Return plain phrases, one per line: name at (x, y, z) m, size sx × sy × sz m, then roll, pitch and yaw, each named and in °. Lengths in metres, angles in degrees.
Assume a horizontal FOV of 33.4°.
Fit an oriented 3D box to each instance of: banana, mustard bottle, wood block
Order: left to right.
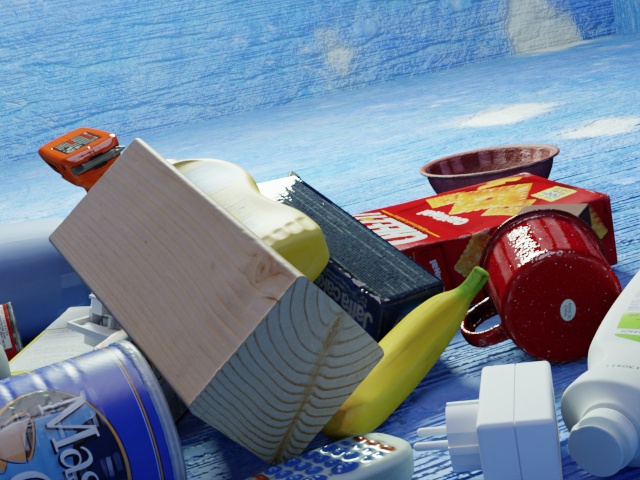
wood block at (-0.069, 0.030, 0.636) m, size 0.091 × 0.090 × 0.206 m, roll -49°, pitch 42°, yaw -3°
mustard bottle at (-0.084, -0.014, 0.810) m, size 0.096 × 0.058 × 0.192 m, roll -36°, pitch 44°, yaw -16°
banana at (0.045, 0.079, 0.684) m, size 0.037 × 0.070 × 0.197 m, roll 31°, pitch 40°, yaw 17°

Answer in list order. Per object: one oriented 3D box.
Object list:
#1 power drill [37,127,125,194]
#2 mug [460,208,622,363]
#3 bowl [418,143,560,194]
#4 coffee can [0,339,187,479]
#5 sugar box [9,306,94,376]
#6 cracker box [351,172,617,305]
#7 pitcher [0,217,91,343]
power drill at (-0.192, -0.011, 0.990) m, size 0.057 × 0.187 × 0.185 m, roll -32°, pitch 23°, yaw -22°
mug at (0.150, 0.039, 0.739) m, size 0.117 × 0.093 × 0.081 m, roll -28°, pitch 15°, yaw 10°
bowl at (0.197, -0.068, 1.231) m, size 0.162 × 0.055 × 0.162 m, roll -10°, pitch 13°, yaw 2°
coffee can at (-0.154, 0.121, 0.559) m, size 0.140 × 0.103 × 0.103 m, roll -17°, pitch 14°, yaw -26°
sugar box at (-0.180, 0.094, 0.831) m, size 0.093 × 0.048 × 0.176 m, roll -3°, pitch 11°, yaw 8°
cracker box at (0.125, 0.000, 0.944) m, size 0.213 × 0.072 × 0.164 m, roll -13°, pitch 14°, yaw -14°
pitcher at (-0.344, 0.056, 0.982) m, size 0.242 × 0.145 × 0.149 m, roll -13°, pitch 24°, yaw -28°
